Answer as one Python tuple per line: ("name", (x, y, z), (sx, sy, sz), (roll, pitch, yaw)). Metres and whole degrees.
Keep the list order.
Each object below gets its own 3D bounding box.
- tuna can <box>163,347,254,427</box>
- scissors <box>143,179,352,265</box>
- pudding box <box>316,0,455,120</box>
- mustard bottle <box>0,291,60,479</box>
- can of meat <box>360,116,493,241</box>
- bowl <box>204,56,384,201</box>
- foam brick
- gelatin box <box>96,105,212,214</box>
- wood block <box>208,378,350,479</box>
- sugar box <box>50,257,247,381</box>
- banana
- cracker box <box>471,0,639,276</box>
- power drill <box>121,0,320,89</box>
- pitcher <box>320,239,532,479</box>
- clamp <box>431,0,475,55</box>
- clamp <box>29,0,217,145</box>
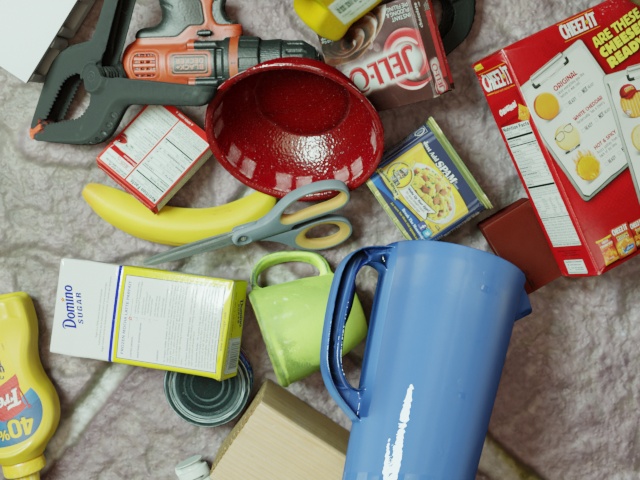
("tuna can", (-0.108, 0.136, 1.032), (0.086, 0.034, 0.086), (0, 97, 1))
("scissors", (-0.057, 0.001, 1.000), (0.202, 0.016, 0.096), (-25, 140, 16))
("pudding box", (0.058, -0.164, 0.960), (0.114, 0.039, 0.090), (-8, 102, 44))
("mustard bottle", (-0.304, 0.151, 1.027), (0.096, 0.058, 0.191), (-13, 96, 4))
("can of meat", (0.097, -0.050, 0.995), (0.084, 0.057, 0.102), (-35, 94, 7))
("bowl", (-0.020, -0.110, 0.957), (0.162, 0.055, 0.162), (6, 138, 5))
("foam brick", (0.190, 0.005, 1.001), (0.053, 0.051, 0.078), (-30, 95, 5))
("gelatin box", (-0.153, -0.080, 0.995), (0.073, 0.030, 0.089), (39, 78, 6))
("wood block", (0.008, 0.231, 1.013), (0.206, 0.090, 0.091), (33, 96, -3))
("sugar box", (-0.161, 0.071, 0.999), (0.176, 0.048, 0.093), (8, 90, 18))
("banana", (-0.127, -0.026, 1.016), (0.198, 0.037, 0.069), (-4, 71, 0))
("cracker box", (0.253, -0.096, 0.956), (0.164, 0.072, 0.214), (-26, 95, -19))
("power drill", (-0.094, -0.230, 0.978), (0.184, 0.057, 0.188), (-2, 96, 2))
("pitcher", (0.084, 0.126, 0.934), (0.149, 0.145, 0.243), (5, 71, 27))
("clamp", (0.105, -0.241, 0.970), (0.120, 0.039, 0.171), (22, 95, -18))
("clamp", (-0.194, -0.158, 0.961), (0.210, 0.036, 0.164), (-25, 79, 33))
